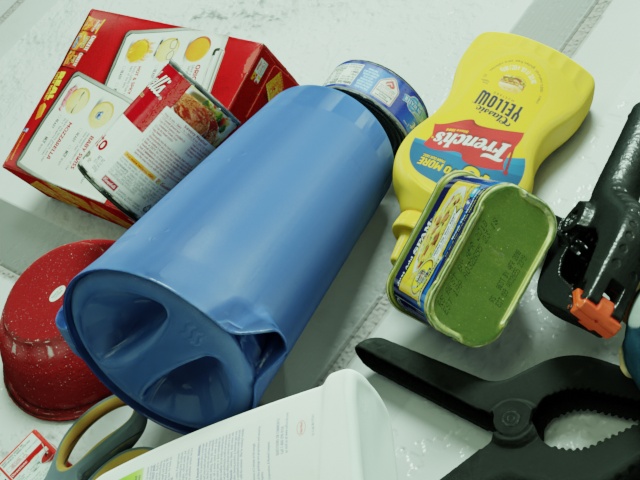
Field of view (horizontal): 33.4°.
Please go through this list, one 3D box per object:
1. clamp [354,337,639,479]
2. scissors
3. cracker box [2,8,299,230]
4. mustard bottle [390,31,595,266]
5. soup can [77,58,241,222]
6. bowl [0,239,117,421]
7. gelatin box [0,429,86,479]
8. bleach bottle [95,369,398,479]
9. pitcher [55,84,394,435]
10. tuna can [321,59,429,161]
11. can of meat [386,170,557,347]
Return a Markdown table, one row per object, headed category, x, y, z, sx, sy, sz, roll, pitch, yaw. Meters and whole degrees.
| category | x | y | z | sx | sy | sz | roll | pitch | yaw |
| --- | --- | --- | --- | --- | --- | --- | --- | --- | --- |
| clamp | 0.106 | 0.120 | 0.604 | 0.210 | 0.036 | 0.164 | -5 | 47 | 22 |
| scissors | -0.173 | 0.183 | 0.674 | 0.096 | 0.016 | 0.201 | 27 | 68 | 37 |
| cracker box | -0.143 | -0.093 | 0.883 | 0.214 | 0.072 | 0.164 | 19 | 77 | 37 |
| mustard bottle | 0.105 | -0.055 | 0.740 | 0.096 | 0.058 | 0.191 | 29 | 69 | 19 |
| soup can | -0.115 | -0.069 | 0.763 | 0.102 | 0.068 | 0.069 | -47 | 45 | 1 |
| bowl | -0.185 | 0.053 | 0.808 | 0.162 | 0.055 | 0.162 | -15 | 48 | 17 |
| gelatin box | -0.190 | 0.180 | 0.717 | 0.089 | 0.030 | 0.073 | 30 | 70 | 38 |
| bleach bottle | -0.082 | 0.155 | 0.604 | 0.251 | 0.068 | 0.102 | -18 | 48 | 18 |
| pitcher | -0.055 | 0.001 | 0.706 | 0.149 | 0.145 | 0.242 | 32 | 48 | 5 |
| tuna can | 0.037 | -0.093 | 0.792 | 0.086 | 0.086 | 0.033 | 15 | 59 | 37 |
| can of meat | 0.091 | 0.010 | 0.653 | 0.102 | 0.057 | 0.084 | -62 | 12 | 1 |
